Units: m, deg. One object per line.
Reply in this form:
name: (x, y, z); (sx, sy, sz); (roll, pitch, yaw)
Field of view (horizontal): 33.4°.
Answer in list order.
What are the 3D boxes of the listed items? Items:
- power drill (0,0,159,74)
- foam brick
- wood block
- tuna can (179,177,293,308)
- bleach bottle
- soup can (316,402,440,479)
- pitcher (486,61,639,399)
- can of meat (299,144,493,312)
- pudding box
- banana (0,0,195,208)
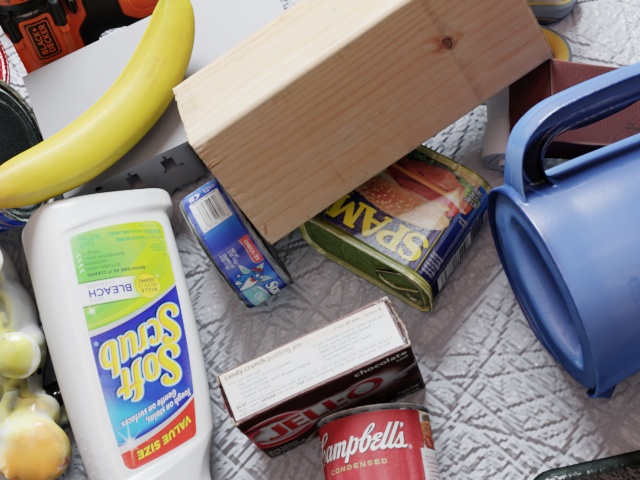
power drill: (-0.144, -0.198, 0.745); (0.187, 0.184, 0.057); (-21, 56, -6)
foam brick: (0.164, -0.080, 0.674); (0.078, 0.051, 0.053); (3, 84, -21)
wood block: (0.023, -0.102, 0.656); (0.206, 0.090, 0.090); (-33, 33, 6)
tuna can: (-0.055, 0.001, 0.690); (0.034, 0.086, 0.086); (-33, 66, 1)
bleach bottle: (-0.110, 0.093, 0.672); (0.102, 0.068, 0.251); (-9, 69, -32)
soup can: (0.037, 0.153, 0.622); (0.068, 0.068, 0.102); (-11, 68, 7)
pitcher: (0.225, -0.025, 0.615); (0.243, 0.149, 0.145); (-25, 67, -3)
can of meat: (0.050, -0.016, 0.692); (0.102, 0.057, 0.084); (30, 74, 20)
pudding box: (0.003, 0.085, 0.643); (0.113, 0.090, 0.039); (-27, 66, 0)
banana: (-0.137, -0.089, 0.687); (0.197, 0.069, 0.037); (-55, 34, -8)
